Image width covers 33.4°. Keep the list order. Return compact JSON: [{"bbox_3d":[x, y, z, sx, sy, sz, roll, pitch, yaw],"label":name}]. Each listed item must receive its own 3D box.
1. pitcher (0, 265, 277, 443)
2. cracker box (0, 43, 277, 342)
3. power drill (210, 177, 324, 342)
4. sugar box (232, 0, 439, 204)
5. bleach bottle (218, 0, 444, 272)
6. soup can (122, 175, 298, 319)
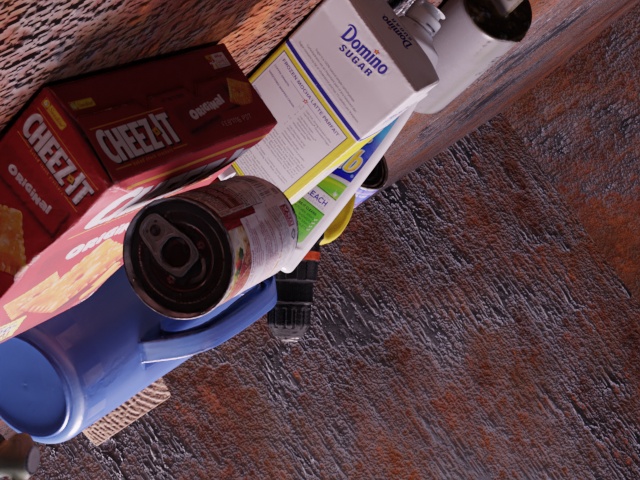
[{"bbox_3d":[-0.159,0.067,0.894,0.149,0.145,0.242,-46,176,36],"label":"pitcher"},{"bbox_3d":[-0.148,-0.019,0.653,0.214,0.072,0.163,-38,177,34],"label":"cracker box"},{"bbox_3d":[-0.057,0.001,1.028,0.057,0.184,0.188,5,176,-29],"label":"power drill"},{"bbox_3d":[-0.002,-0.102,0.784,0.177,0.093,0.048,-37,177,39],"label":"sugar box"},{"bbox_3d":[0.011,-0.100,0.893,0.251,0.102,0.068,-53,-157,3],"label":"bleach bottle"},{"bbox_3d":[-0.061,0.001,0.622,0.069,0.068,0.102,-36,177,22],"label":"soup can"}]
